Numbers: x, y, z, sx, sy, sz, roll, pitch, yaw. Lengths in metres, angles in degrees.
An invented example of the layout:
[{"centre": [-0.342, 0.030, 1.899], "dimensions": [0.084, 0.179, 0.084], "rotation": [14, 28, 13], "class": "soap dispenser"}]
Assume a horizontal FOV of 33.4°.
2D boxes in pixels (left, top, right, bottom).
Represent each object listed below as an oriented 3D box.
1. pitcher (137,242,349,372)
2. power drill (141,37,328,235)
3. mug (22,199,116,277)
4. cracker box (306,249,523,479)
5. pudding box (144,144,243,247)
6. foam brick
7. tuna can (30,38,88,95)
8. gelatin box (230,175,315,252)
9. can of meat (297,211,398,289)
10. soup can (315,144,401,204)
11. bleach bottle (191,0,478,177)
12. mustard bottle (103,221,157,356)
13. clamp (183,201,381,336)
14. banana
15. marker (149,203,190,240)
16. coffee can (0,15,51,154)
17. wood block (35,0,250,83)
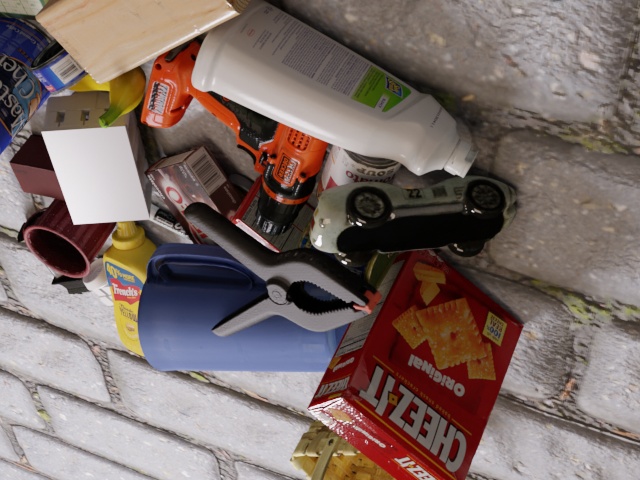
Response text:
[{"centre": [-0.079, 0.082, 1.211], "dimensions": [0.243, 0.145, 0.149], "rotation": [1, 174, 23], "class": "pitcher"}, {"centre": [-0.084, -0.103, 1.051], "dimensions": [0.187, 0.057, 0.185], "rotation": [32, 138, 6], "class": "power drill"}, {"centre": [-0.316, -0.016, 1.328], "dimensions": [0.117, 0.081, 0.093], "rotation": [7, 140, 28], "class": "mug"}, {"centre": [0.105, 0.129, 1.101], "dimensions": [0.164, 0.213, 0.072], "rotation": [39, 144, -15], "class": "cracker box"}, {"centre": [-0.131, -0.045, 1.174], "dimensions": [0.090, 0.039, 0.113], "rotation": [-9, 118, 51], "class": "pudding box"}, {"centre": [-0.318, -0.086, 1.267], "dimensions": [0.078, 0.051, 0.053], "rotation": [13, 142, 22], "class": "foam brick"}, {"centre": [-0.246, -0.185, 1.060], "dimensions": [0.086, 0.086, 0.033], "rotation": [-12, 127, 44], "class": "tuna can"}, {"centre": [-0.046, -0.018, 1.143], "dimensions": [0.089, 0.073, 0.030], "rotation": [38, 144, -13], "class": "gelatin box"}, {"centre": [0.032, 0.000, 1.088], "dimensions": [0.084, 0.102, 0.057], "rotation": [20, 140, 17], "class": "can of meat"}, {"centre": [0.039, -0.068, 1.023], "dimensions": [0.068, 0.068, 0.102], "rotation": [27, 146, 3], "class": "soup can"}, {"centre": [0.020, -0.121, 0.939], "dimensions": [0.251, 0.102, 0.068], "rotation": [29, 139, 2], "class": "bleach bottle"}, {"centre": [-0.232, 0.054, 1.355], "dimensions": [0.096, 0.058, 0.192], "rotation": [22, 130, 37], "class": "mustard bottle"}, {"centre": [-0.039, 0.052, 1.079], "dimensions": [0.210, 0.036, 0.164], "rotation": [15, 130, 22], "class": "clamp"}, {"centre": [-0.215, -0.160, 1.067], "dimensions": [0.198, 0.069, 0.037], "rotation": [36, 148, 60], "class": "banana"}, {"centre": [-0.157, -0.010, 1.278], "dimensions": [0.121, 0.020, 0.020], "rotation": [27, 146, 3], "class": "marker"}, {"centre": [-0.350, -0.155, 1.122], "dimensions": [0.103, 0.140, 0.103], "rotation": [19, 144, 14], "class": "coffee can"}, {"centre": [-0.145, -0.223, 0.936], "dimensions": [0.207, 0.090, 0.090], "rotation": [-14, 128, 44], "class": "wood block"}]
